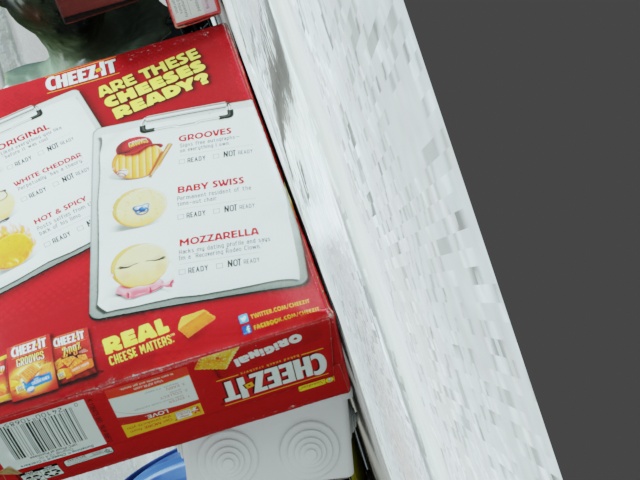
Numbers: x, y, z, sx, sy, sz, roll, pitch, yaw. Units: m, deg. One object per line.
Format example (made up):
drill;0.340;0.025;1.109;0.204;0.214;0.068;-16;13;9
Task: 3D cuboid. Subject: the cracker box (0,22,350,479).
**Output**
cracker box;-0.094;0.000;0.528;0.072;0.164;0.214;78;173;-48

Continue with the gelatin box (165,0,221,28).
gelatin box;-0.083;-0.168;0.584;0.073;0.030;0.089;-115;7;-65
